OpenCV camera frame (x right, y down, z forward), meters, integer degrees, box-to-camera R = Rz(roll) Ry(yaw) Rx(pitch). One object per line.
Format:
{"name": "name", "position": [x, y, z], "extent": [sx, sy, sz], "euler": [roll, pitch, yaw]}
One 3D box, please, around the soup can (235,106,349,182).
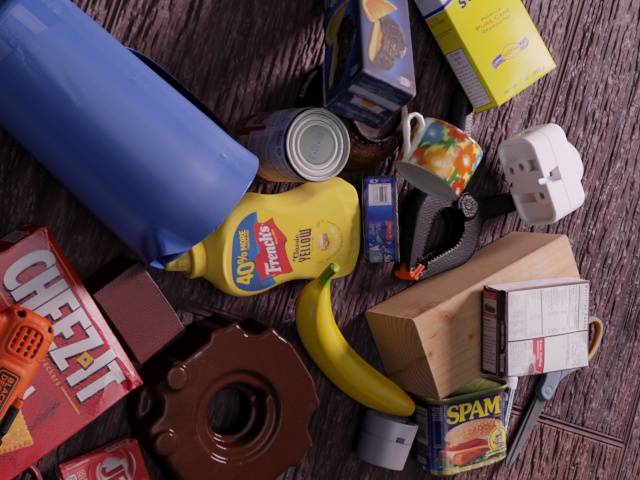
{"name": "soup can", "position": [-0.027, -0.086, 0.976], "extent": [0.068, 0.102, 0.068], "euler": [-2, 94, -29]}

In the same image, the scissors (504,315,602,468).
{"name": "scissors", "position": [0.245, 0.149, 1.194], "extent": [0.201, 0.016, 0.096], "euler": [-46, 111, -19]}

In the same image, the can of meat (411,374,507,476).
{"name": "can of meat", "position": [0.147, 0.193, 1.119], "extent": [0.101, 0.058, 0.084], "euler": [-7, 100, -28]}

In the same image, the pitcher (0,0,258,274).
{"name": "pitcher", "position": [-0.176, -0.102, 0.883], "extent": [0.242, 0.149, 0.145], "euler": [43, 83, -18]}

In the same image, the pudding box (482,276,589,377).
{"name": "pudding box", "position": [0.214, 0.085, 1.055], "extent": [0.113, 0.039, 0.090], "euler": [-4, 96, -31]}

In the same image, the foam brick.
{"name": "foam brick", "position": [-0.167, 0.060, 0.936], "extent": [0.053, 0.051, 0.078], "euler": [-38, 111, -23]}

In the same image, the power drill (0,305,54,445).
{"name": "power drill", "position": [-0.310, 0.101, 0.775], "extent": [0.187, 0.057, 0.184], "euler": [35, 70, -27]}

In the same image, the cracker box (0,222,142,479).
{"name": "cracker box", "position": [-0.277, 0.109, 0.866], "extent": [0.213, 0.072, 0.164], "euler": [-36, 109, -23]}

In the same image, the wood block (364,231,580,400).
{"name": "wood block", "position": [0.163, 0.073, 1.100], "extent": [0.205, 0.091, 0.090], "euler": [-26, 106, -26]}

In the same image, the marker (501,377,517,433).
{"name": "marker", "position": [0.202, 0.179, 1.170], "extent": [0.020, 0.020, 0.121], "euler": [14, 86, -29]}

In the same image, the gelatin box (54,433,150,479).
{"name": "gelatin box", "position": [-0.187, 0.228, 0.948], "extent": [0.073, 0.030, 0.089], "euler": [-21, 104, -27]}

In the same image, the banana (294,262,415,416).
{"name": "banana", "position": [0.024, 0.109, 1.041], "extent": [0.197, 0.070, 0.037], "euler": [60, 34, -30]}

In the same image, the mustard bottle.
{"name": "mustard bottle", "position": [-0.056, 0.001, 0.989], "extent": [0.191, 0.058, 0.096], "euler": [-11, 118, -27]}

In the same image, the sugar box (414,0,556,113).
{"name": "sugar box", "position": [0.159, -0.229, 1.088], "extent": [0.093, 0.048, 0.176], "euler": [-35, 102, -24]}

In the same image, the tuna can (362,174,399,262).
{"name": "tuna can", "position": [0.059, -0.021, 1.037], "extent": [0.034, 0.086, 0.086], "euler": [-2, 95, 4]}

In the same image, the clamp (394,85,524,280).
{"name": "clamp", "position": [0.140, -0.048, 1.110], "extent": [0.209, 0.036, 0.164], "euler": [-45, 111, -24]}
